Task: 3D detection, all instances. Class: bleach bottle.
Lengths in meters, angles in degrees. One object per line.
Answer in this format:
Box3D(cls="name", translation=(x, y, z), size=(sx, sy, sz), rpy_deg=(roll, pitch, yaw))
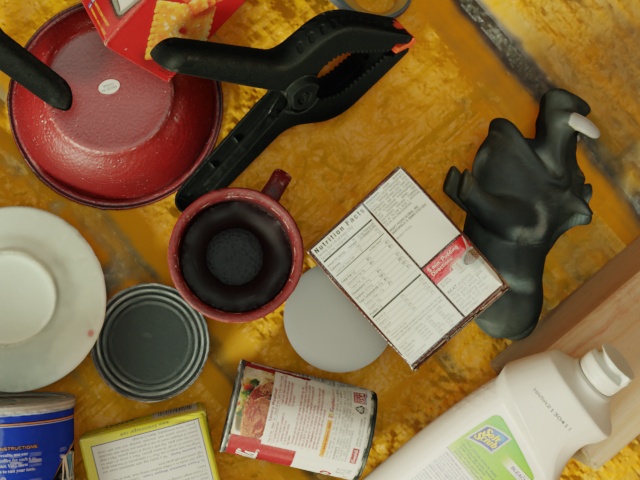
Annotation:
Box3D(cls="bleach bottle", translation=(0.111, 0.161, 0.724), size=(0.102, 0.068, 0.251), rpy_deg=(46, 114, 0))

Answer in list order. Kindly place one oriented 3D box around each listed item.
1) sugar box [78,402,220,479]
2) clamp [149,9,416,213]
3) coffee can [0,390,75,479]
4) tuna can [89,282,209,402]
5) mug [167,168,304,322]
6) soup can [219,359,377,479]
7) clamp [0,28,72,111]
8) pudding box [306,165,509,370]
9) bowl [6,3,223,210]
Box3D(cls="sugar box", translation=(-0.108, 0.215, 0.771), size=(0.093, 0.048, 0.176), rpy_deg=(-13, 91, -8))
Box3D(cls="clamp", translation=(-0.025, -0.115, 0.755), size=(0.209, 0.164, 0.036), rpy_deg=(-31, 60, -13))
Box3D(cls="coffee can", translation=(-0.221, 0.179, 0.735), size=(0.102, 0.103, 0.140), rpy_deg=(-1, 87, -5))
Box3D(cls="tuna can", translation=(-0.124, 0.074, 0.782), size=(0.086, 0.034, 0.086), rpy_deg=(0, 87, -4))
Box3D(cls="mug", translation=(-0.055, 0.001, 0.767), size=(0.093, 0.081, 0.117), rpy_deg=(27, 86, -3))
Box3D(cls="soup can", translation=(-0.016, 0.130, 0.771), size=(0.102, 0.068, 0.068), rpy_deg=(13, 86, -4))
Box3D(cls="clamp", translation=(-0.242, -0.143, 0.735), size=(0.120, 0.039, 0.171), rpy_deg=(-14, 100, 10))
Box3D(cls="pudding box", translation=(0.060, 0.019, 0.734), size=(0.090, 0.039, 0.113), rpy_deg=(-42, 79, 5))
Box3D(cls="bowl", translation=(-0.152, -0.105, 0.778), size=(0.162, 0.055, 0.162), rpy_deg=(0, 87, -5))
